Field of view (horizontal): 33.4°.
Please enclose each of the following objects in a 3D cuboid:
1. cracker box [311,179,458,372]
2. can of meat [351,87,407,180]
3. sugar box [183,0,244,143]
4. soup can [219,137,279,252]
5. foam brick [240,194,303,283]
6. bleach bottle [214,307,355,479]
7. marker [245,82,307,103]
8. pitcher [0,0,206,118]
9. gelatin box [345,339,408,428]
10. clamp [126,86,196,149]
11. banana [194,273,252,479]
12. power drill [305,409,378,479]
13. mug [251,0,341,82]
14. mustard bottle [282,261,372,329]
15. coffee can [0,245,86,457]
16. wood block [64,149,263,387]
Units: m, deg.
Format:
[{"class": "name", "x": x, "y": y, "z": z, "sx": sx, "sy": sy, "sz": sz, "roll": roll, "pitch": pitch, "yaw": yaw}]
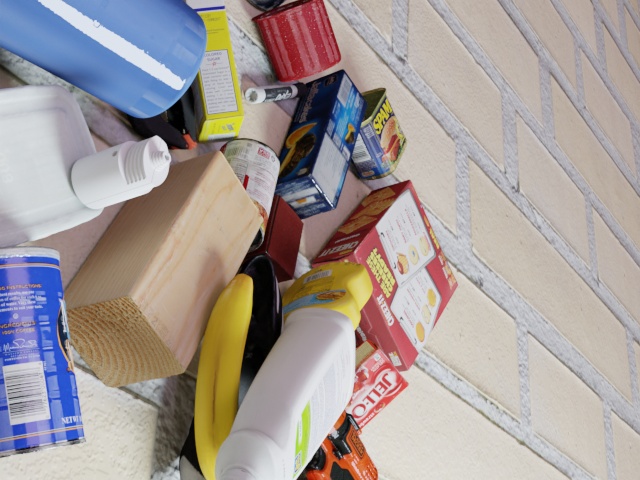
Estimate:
[{"class": "cracker box", "x": 0.084, "y": 0.043, "z": 1.326, "sx": 0.164, "sy": 0.072, "sz": 0.213, "roll": 64, "pitch": 33, "yaw": -16}, {"class": "can of meat", "x": 0.068, "y": -0.138, "z": 1.398, "sx": 0.084, "sy": 0.058, "sz": 0.102, "roll": 62, "pitch": 33, "yaw": -25}, {"class": "sugar box", "x": -0.115, "y": -0.195, "z": 1.087, "sx": 0.093, "sy": 0.048, "sz": 0.176, "roll": 138, "pitch": -55, "yaw": -76}, {"class": "soup can", "x": -0.083, "y": -0.047, "z": 1.094, "sx": 0.068, "sy": 0.069, "sz": 0.102, "roll": 48, "pitch": 39, "yaw": -37}, {"class": "foam brick", "x": -0.057, "y": 0.001, "z": 1.128, "sx": 0.051, "sy": 0.053, "sz": 0.078, "roll": 46, "pitch": 41, "yaw": -39}, {"class": "bleach bottle", "x": -0.031, "y": 0.143, "z": 0.880, "sx": 0.250, "sy": 0.068, "sz": 0.102, "roll": -46, "pitch": 137, "yaw": -68}, {"class": "marker", "x": -0.049, "y": -0.174, "z": 1.255, "sx": 0.120, "sy": 0.020, "sz": 0.020, "roll": -20, "pitch": 94, "yaw": -60}, {"class": "pitcher", "x": -0.204, "y": -0.207, "z": 0.859, "sx": 0.242, "sy": 0.149, "sz": 0.145, "roll": 30, "pitch": 46, "yaw": -41}, {"class": "gelatin box", "x": 0.046, "y": 0.165, "z": 1.193, "sx": 0.073, "sy": 0.089, "sz": 0.030, "roll": 51, "pitch": -4, "yaw": -35}, {"class": "clamp", "x": -0.172, "y": -0.152, "z": 1.012, "sx": 0.120, "sy": 0.039, "sz": 0.171, "roll": -39, "pitch": 121, "yaw": -35}, {"class": "banana", "x": -0.080, "y": 0.126, "z": 0.897, "sx": 0.069, "sy": 0.037, "sz": 0.198, "roll": 14, "pitch": 76, "yaw": -73}, {"class": "power drill", "x": -0.009, "y": 0.241, "z": 1.092, "sx": 0.184, "sy": 0.057, "sz": 0.187, "roll": 59, "pitch": 34, "yaw": -25}, {"class": "mug", "x": -0.022, "y": -0.242, "z": 1.269, "sx": 0.117, "sy": 0.093, "sz": 0.081, "roll": -57, "pitch": 130, "yaw": -64}, {"class": "mustard bottle", "x": -0.004, "y": 0.079, "z": 1.094, "sx": 0.191, "sy": 0.096, "sz": 0.058, "roll": -59, "pitch": 130, "yaw": -71}, {"class": "coffee can", "x": -0.227, "y": 0.083, "z": 0.757, "sx": 0.102, "sy": 0.103, "sz": 0.140, "roll": 3, "pitch": 74, "yaw": -58}, {"class": "wood block", "x": -0.138, "y": 0.022, "z": 0.947, "sx": 0.090, "sy": 0.091, "sz": 0.206, "roll": 58, "pitch": 33, "yaw": -27}]
